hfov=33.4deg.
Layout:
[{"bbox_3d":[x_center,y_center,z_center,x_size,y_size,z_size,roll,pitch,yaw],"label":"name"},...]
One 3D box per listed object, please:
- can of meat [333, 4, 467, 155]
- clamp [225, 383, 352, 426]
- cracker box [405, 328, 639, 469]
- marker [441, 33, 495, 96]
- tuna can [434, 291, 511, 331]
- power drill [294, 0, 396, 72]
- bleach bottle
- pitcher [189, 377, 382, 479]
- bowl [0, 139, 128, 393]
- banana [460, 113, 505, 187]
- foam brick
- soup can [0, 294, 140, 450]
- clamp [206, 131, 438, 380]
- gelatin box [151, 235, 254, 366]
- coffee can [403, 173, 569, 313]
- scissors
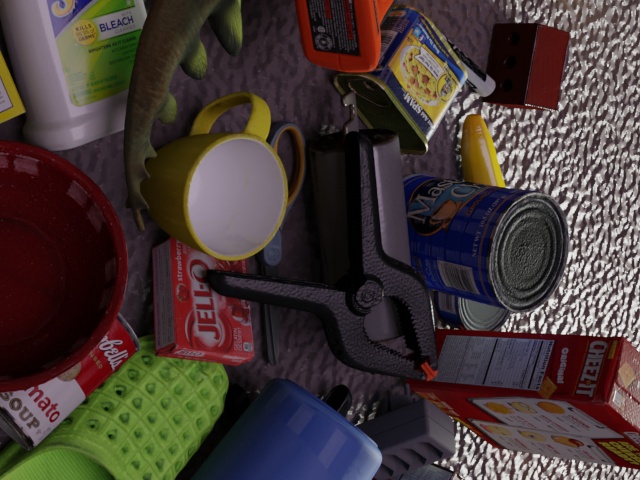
[{"bbox_3d":[0.071,-0.138,0.910,0.102,0.058,0.084,47,67,-37],"label":"can of meat"},{"bbox_3d":[-0.026,0.198,0.907,0.120,0.039,0.171,-3,102,-26],"label":"clamp"},{"bbox_3d":[0.213,0.144,0.981,0.164,0.214,0.072,38,63,-37],"label":"cracker box"},{"bbox_3d":[0.118,-0.168,0.967,0.121,0.020,0.020,33,78,-39],"label":"marker"},{"bbox_3d":[0.150,0.047,1.029,0.085,0.034,0.086,-9,105,-38],"label":"tuna can"},{"bbox_3d":[0.041,-0.223,0.752,0.184,0.057,0.187,78,32,-42],"label":"power drill"},{"bbox_3d":[-0.176,-0.192,0.689,0.102,0.068,0.251,-28,114,-36],"label":"bleach bottle"},{"bbox_3d":[-0.056,0.235,0.814,0.242,0.145,0.149,-53,172,-10],"label":"pitcher"},{"bbox_3d":[-0.207,0.020,0.685,0.162,0.055,0.162,4,76,-16],"label":"bowl"},{"bbox_3d":[0.177,-0.034,1.036,0.197,0.037,0.069,50,50,-36],"label":"banana"},{"bbox_3d":[0.195,-0.164,1.010,0.051,0.053,0.078,5,96,-40],"label":"foam brick"},{"bbox_3d":[-0.184,0.085,0.735,0.102,0.069,0.068,-44,124,-24],"label":"soup can"},{"bbox_3d":[0.019,0.043,0.837,0.164,0.036,0.210,-38,114,-12],"label":"clamp"},{"bbox_3d":[-0.089,0.047,0.808,0.073,0.030,0.089,14,61,-40],"label":"gelatin box"},{"bbox_3d":[0.129,0.000,0.930,0.102,0.141,0.103,-9,105,-38],"label":"coffee can"},{"bbox_3d":[-0.056,0.001,0.859,0.096,0.016,0.202,8,94,-39],"label":"scissors"}]
